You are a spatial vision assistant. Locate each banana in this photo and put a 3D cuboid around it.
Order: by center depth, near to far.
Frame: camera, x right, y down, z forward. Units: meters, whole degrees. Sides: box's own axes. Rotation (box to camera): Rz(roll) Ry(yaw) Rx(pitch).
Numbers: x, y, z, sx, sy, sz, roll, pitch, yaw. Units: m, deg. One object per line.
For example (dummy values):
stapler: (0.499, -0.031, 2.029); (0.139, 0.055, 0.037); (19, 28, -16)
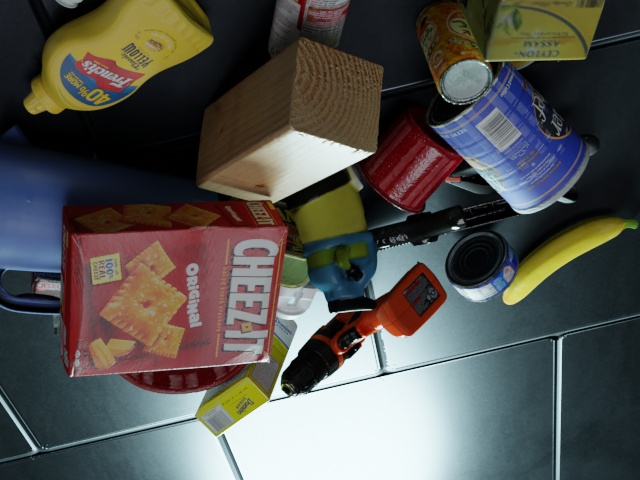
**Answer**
banana: (0.305, 0.020, 1.347); (0.198, 0.037, 0.069); (-33, 133, 21)

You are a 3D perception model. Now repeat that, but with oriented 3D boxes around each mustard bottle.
mustard bottle: (-0.203, -0.174, 1.007); (0.192, 0.058, 0.096); (-29, 146, 18)

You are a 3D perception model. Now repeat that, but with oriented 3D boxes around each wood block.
wood block: (-0.035, -0.107, 1.027); (0.090, 0.090, 0.206); (14, 162, -27)

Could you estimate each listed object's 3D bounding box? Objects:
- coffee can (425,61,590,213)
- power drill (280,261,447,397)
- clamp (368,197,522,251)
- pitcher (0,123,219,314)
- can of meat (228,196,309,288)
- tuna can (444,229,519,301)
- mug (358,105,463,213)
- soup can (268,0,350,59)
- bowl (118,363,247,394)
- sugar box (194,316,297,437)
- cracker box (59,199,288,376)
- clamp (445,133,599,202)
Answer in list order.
coffee can: (0.192, -0.110, 1.096); (0.140, 0.102, 0.103); (41, 117, -20)
power drill: (0.049, 0.106, 1.264); (0.057, 0.184, 0.188); (52, 137, -6)
clamp: (0.127, -0.016, 1.224); (0.210, 0.036, 0.164); (-16, 176, 44)
pitcher: (-0.234, -0.013, 1.114); (0.242, 0.145, 0.149); (8, 130, -25)
can of meat: (-0.058, 0.001, 1.208); (0.102, 0.084, 0.058); (14, 131, -25)
tuna can: (0.195, 0.029, 1.296); (0.086, 0.086, 0.033); (-30, 133, 18)
mug: (0.108, -0.090, 1.156); (0.082, 0.093, 0.117); (-49, 157, 27)
soup can: (-0.009, -0.214, 1.003); (0.068, 0.068, 0.102); (1, 136, -15)
bowl: (-0.156, 0.101, 1.195); (0.162, 0.055, 0.162); (-6, 133, -6)
sugar box: (-0.087, 0.156, 1.300); (0.093, 0.176, 0.048); (-36, 101, 24)
cracker box: (-0.149, 0.048, 1.067); (0.213, 0.072, 0.164); (-2, 118, -20)
clamp: (0.228, -0.076, 1.219); (0.171, 0.039, 0.120); (-2, 145, 9)
